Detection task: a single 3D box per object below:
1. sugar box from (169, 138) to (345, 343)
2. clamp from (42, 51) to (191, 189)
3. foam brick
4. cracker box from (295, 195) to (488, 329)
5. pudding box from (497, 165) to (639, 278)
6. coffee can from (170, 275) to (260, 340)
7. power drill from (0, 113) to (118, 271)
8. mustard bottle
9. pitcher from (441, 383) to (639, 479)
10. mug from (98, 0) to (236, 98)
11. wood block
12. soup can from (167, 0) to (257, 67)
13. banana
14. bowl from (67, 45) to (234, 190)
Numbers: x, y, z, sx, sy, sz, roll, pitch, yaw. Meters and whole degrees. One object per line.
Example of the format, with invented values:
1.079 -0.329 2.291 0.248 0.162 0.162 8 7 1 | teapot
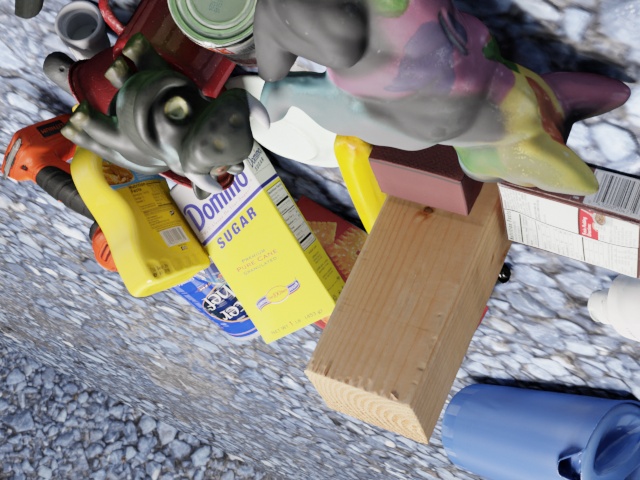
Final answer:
-0.057 0.001 0.999 0.093 0.048 0.176 -28 101 30 | sugar box
-0.173 -0.108 0.929 0.171 0.039 0.120 36 -175 -4 | clamp
0.085 -0.061 0.813 0.078 0.053 0.051 18 158 26 | foam brick
0.050 0.063 1.091 0.214 0.072 0.164 32 160 10 | cracker box
0.193 -0.020 0.801 0.114 0.039 0.090 20 159 24 | pudding box
-0.114 0.036 1.219 0.103 0.102 0.140 4 150 46 | coffee can
-0.218 -0.056 1.105 0.188 0.184 0.057 35 118 11 | power drill
-0.180 -0.045 0.995 0.058 0.096 0.191 -32 83 32 | mustard bottle
0.264 0.233 1.226 0.243 0.145 0.149 3 138 54 | pitcher
-0.107 -0.155 0.775 0.117 0.081 0.093 35 158 -22 | mug
0.078 0.042 0.847 0.091 0.206 0.090 17 158 23 | wood block
-0.052 -0.150 0.684 0.068 0.068 0.102 24 -174 7 | soup can
0.042 -0.049 0.886 0.070 0.037 0.197 60 177 35 | banana
-0.121 -0.113 0.866 0.162 0.055 0.162 34 -159 -16 | bowl
